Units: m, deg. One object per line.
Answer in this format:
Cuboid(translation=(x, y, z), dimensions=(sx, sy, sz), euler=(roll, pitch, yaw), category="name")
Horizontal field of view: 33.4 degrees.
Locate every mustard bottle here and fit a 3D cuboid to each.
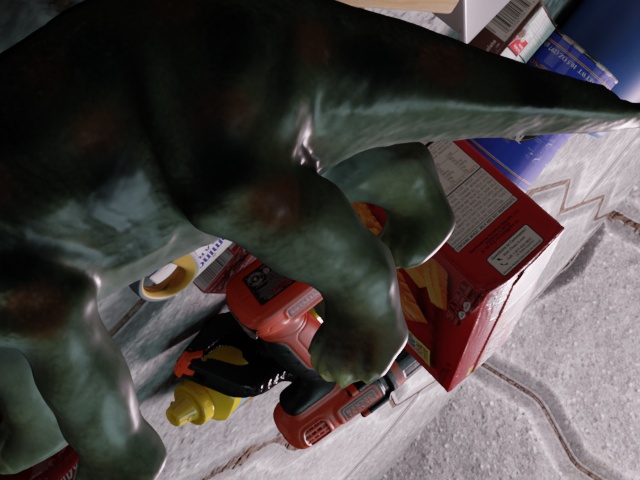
Cuboid(translation=(-0.068, 0.116, 0.995), dimensions=(0.191, 0.058, 0.096), euler=(-34, 161, -39), category="mustard bottle")

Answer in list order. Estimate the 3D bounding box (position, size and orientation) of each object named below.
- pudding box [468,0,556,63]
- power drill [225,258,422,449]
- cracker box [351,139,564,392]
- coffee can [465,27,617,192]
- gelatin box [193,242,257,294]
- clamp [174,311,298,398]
Cuboid(translation=(0.155, -0.167, 0.945), dimensions=(0.113, 0.039, 0.090), euler=(-49, 164, 12), category="pudding box")
Cuboid(translation=(0.020, 0.067, 0.846), dimensions=(0.184, 0.057, 0.187), euler=(-37, 135, -8), category="power drill")
Cuboid(translation=(0.037, -0.021, 0.676), dimensions=(0.072, 0.214, 0.164), euler=(-40, 161, -19), category="cracker box")
Cuboid(translation=(0.200, -0.129, 1.027), dimensions=(0.140, 0.103, 0.102), euler=(-51, 163, 12), category="coffee can")
Cuboid(translation=(-0.055, 0.001, 0.817), dimensions=(0.089, 0.030, 0.073), euler=(-50, 163, 10), category="gelatin box")
Cuboid(translation=(-0.048, 0.087, 0.935), dimensions=(0.171, 0.120, 0.039), euler=(4, 138, -30), category="clamp")
